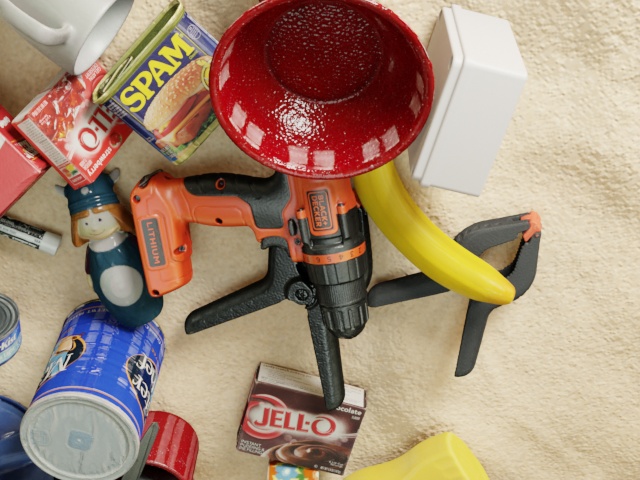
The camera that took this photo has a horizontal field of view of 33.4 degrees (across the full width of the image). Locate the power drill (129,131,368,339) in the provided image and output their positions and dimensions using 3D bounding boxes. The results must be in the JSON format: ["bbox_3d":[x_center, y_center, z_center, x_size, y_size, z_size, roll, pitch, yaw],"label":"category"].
[{"bbox_3d":[-0.056,0.001,0.897,0.188,0.057,0.184,-6,103,12],"label":"power drill"}]

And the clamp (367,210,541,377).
[{"bbox_3d":[0.138,0.046,0.947,0.172,0.039,0.120,-37,109,26],"label":"clamp"}]

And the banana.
[{"bbox_3d":[0.083,-0.015,0.894,0.070,0.037,0.198,-26,105,48],"label":"banana"}]

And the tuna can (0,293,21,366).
[{"bbox_3d":[-0.318,0.083,0.978,0.086,0.086,0.034,5,124,1],"label":"tuna can"}]

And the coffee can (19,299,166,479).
[{"bbox_3d":[-0.203,0.135,0.969,0.103,0.140,0.103,2,123,3],"label":"coffee can"}]

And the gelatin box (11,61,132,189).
[{"bbox_3d":[-0.190,-0.097,0.851,0.030,0.089,0.073,-17,122,43],"label":"gelatin box"}]

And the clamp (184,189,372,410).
[{"bbox_3d":[-0.024,0.041,0.955,0.164,0.036,0.210,22,116,1],"label":"clamp"}]

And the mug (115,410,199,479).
[{"bbox_3d":[-0.158,0.232,1.063,0.093,0.081,0.117,-33,115,22],"label":"mug"}]

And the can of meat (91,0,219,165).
[{"bbox_3d":[-0.114,-0.122,0.838,0.084,0.057,0.102,41,97,-23],"label":"can of meat"}]

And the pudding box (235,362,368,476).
[{"bbox_3d":[-0.019,0.174,1.042,0.113,0.039,0.090,13,121,-5],"label":"pudding box"}]

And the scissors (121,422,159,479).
[{"bbox_3d":[-0.174,0.252,1.018,0.096,0.016,0.202,34,119,-18],"label":"scissors"}]

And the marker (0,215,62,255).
[{"bbox_3d":[-0.291,-0.017,0.951,0.121,0.020,0.020,22,121,-10],"label":"marker"}]

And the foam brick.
[{"bbox_3d":[-0.018,-0.186,0.804,0.053,0.051,0.078,-10,121,11],"label":"foam brick"}]

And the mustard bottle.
[{"bbox_3d":[0.072,0.267,1.084,0.192,0.058,0.096,-28,119,20],"label":"mustard bottle"}]

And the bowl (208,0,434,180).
[{"bbox_3d":[0.001,-0.123,0.779,0.162,0.055,0.162,2,131,2],"label":"bowl"}]
